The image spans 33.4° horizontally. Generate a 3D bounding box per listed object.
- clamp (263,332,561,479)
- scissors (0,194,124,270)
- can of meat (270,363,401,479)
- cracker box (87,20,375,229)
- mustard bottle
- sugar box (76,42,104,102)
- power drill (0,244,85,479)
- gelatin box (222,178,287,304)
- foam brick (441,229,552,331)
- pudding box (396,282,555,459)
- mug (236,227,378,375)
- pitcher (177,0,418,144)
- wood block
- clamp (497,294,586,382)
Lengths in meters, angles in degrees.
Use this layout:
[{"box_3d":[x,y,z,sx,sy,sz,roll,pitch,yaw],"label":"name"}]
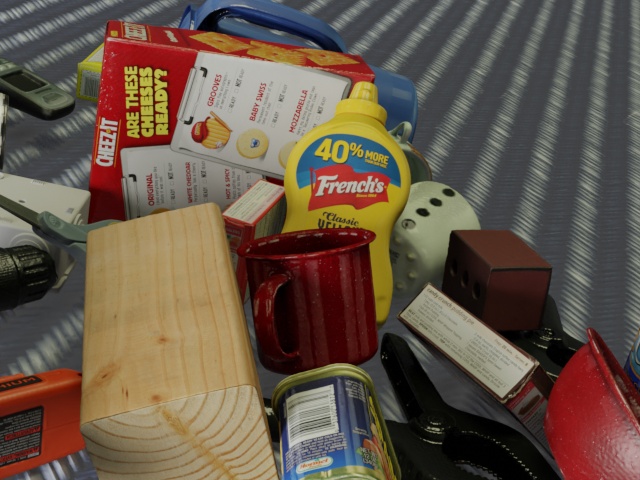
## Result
[{"box_3d":[0.058,0.127,0.661,0.164,0.036,0.210,-14,32,-39],"label":"clamp"},{"box_3d":[-0.181,-0.014,0.752,0.201,0.016,0.096,39,21,-18],"label":"scissors"},{"box_3d":[0.012,0.131,0.560,0.057,0.102,0.084,-15,30,4],"label":"can of meat"},{"box_3d":[-0.078,-0.082,0.878,0.213,0.164,0.072,6,23,-13],"label":"cracker box"},{"box_3d":[0.018,-0.032,0.808,0.096,0.191,0.058,12,-18,-1],"label":"mustard bottle"},{"box_3d":[-0.200,-0.191,1.183,0.093,0.048,0.176,13,22,1],"label":"sugar box"},{"box_3d":[-0.213,0.066,0.646,0.184,0.057,0.188,-16,34,-38],"label":"power drill"},{"box_3d":[-0.055,0.001,0.824,0.030,0.073,0.089,17,27,10],"label":"gelatin box"},{"box_3d":[0.131,0.029,0.800,0.051,0.053,0.078,0,21,-16],"label":"foam brick"},{"box_3d":[0.113,0.086,0.710,0.114,0.039,0.090,35,-7,47],"label":"pudding box"},{"box_3d":[-0.010,0.042,0.697,0.093,0.081,0.117,-2,11,23],"label":"mug"},{"box_3d":[-0.030,-0.141,1.032,0.242,0.145,0.149,12,3,-15],"label":"pitcher"},{"box_3d":[-0.085,0.069,0.629,0.090,0.091,0.206,-13,29,-4],"label":"wood block"},{"box_3d":[0.153,0.081,0.796,0.120,0.039,0.171,-4,23,-16],"label":"clamp"}]
